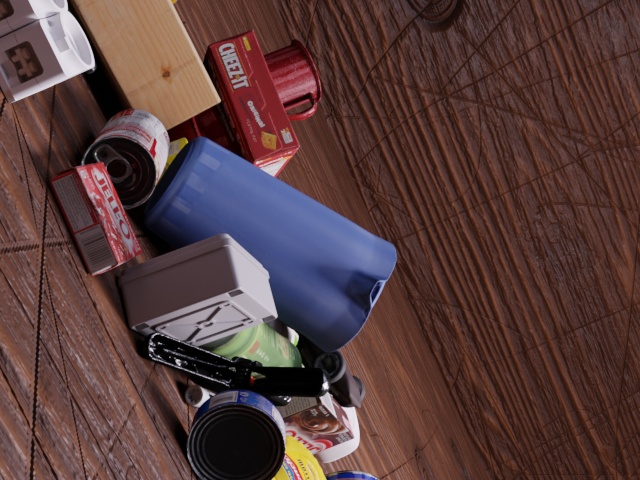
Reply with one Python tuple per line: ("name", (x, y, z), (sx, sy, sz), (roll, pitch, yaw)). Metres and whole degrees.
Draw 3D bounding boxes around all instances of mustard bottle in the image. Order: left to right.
("mustard bottle", (-0.044, 0.239, 1.038), (0.096, 0.058, 0.191), (65, 8, 14))

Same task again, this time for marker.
("marker", (-0.100, 0.159, 1.029), (0.121, 0.020, 0.020), (48, 22, -67))

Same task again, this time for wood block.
("wood block", (-0.195, -0.219, 1.096), (0.206, 0.090, 0.090), (64, -10, -22))

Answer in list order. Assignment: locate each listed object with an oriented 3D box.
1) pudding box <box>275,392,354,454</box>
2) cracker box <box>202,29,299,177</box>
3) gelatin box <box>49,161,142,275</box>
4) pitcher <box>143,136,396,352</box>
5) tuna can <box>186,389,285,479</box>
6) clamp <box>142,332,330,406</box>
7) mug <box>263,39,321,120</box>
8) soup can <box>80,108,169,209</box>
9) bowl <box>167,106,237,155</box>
("pudding box", (-0.024, 0.199, 1.162), (0.113, 0.090, 0.039), (56, 13, -52))
("cracker box", (-0.106, -0.165, 1.431), (0.214, 0.072, 0.164), (144, -76, -76))
("gelatin box", (-0.188, -0.020, 0.900), (0.073, 0.030, 0.089), (-51, 118, -81))
("pitcher", (-0.057, 0.001, 1.098), (0.242, 0.149, 0.145), (33, 34, -16))
("tuna can", (-0.073, 0.174, 0.932), (0.034, 0.086, 0.086), (-90, 156, -72))
("clamp", (-0.082, 0.126, 0.994), (0.210, 0.164, 0.036), (116, -11, -75))
("mug", (-0.050, -0.213, 1.479), (0.117, 0.081, 0.093), (60, -15, 22))
("soup can", (-0.178, -0.077, 0.984), (0.102, 0.068, 0.068), (-91, 157, -69))
("bowl", (-0.147, -0.108, 1.294), (0.162, 0.055, 0.162), (-23, 90, -82))
